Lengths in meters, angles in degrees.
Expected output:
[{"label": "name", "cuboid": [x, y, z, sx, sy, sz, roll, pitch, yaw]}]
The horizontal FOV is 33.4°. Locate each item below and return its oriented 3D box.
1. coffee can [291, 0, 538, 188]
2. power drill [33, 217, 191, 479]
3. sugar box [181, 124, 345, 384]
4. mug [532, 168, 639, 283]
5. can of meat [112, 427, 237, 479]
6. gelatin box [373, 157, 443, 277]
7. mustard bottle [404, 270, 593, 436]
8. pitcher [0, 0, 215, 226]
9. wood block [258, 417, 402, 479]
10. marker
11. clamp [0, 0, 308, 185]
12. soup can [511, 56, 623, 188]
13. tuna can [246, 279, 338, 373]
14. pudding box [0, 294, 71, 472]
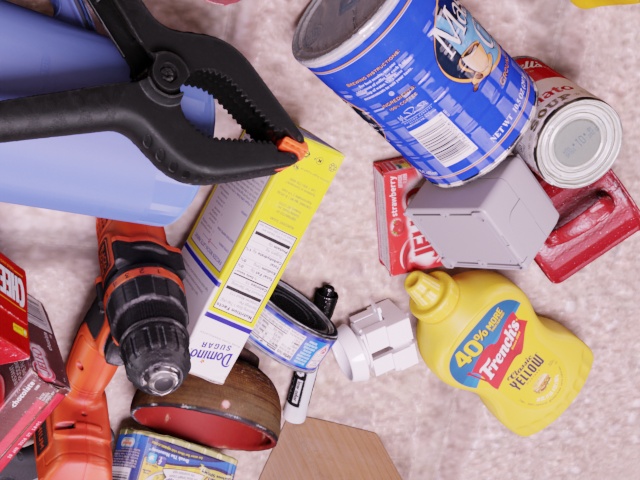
[{"label": "coffee can", "cuboid": [0.065, -0.117, 0.722, 0.140, 0.103, 0.103, 39, 99, -29]}, {"label": "power drill", "cuboid": [-0.141, 0.086, 0.723, 0.057, 0.184, 0.188, 15, 119, -24]}, {"label": "sugar box", "cuboid": [-0.055, 0.001, 0.735, 0.048, 0.093, 0.176, 22, 99, -26]}, {"label": "mug", "cuboid": [0.188, -0.019, 0.803, 0.081, 0.117, 0.093, -36, 96, 7]}, {"label": "can of meat", "cuboid": [-0.119, 0.198, 0.822, 0.102, 0.058, 0.084, 26, 67, -32]}, {"label": "gelatin box", "cuboid": [0.081, -0.022, 0.814, 0.073, 0.030, 0.089, -11, 117, -12]}, {"label": "mustard bottle", "cuboid": [0.133, 0.078, 0.855, 0.191, 0.058, 0.096, 37, 96, -32]}, {"label": "pitcher", "cuboid": [-0.191, -0.094, 0.651, 0.242, 0.145, 0.149, 12, 123, -26]}, {"label": "wood block", "cuboid": [0.023, 0.234, 0.819, 0.090, 0.206, 0.091, 17, 108, -24]}, {"label": "marker", "cuboid": [-0.007, 0.090, 0.848, 0.020, 0.020, 0.121, 7, 113, -20]}, {"label": "clamp", "cuboid": [-0.098, -0.100, 0.616, 0.209, 0.036, 0.164, 19, 66, -30]}, {"label": "soup can", "cuboid": [0.163, -0.086, 0.767, 0.068, 0.102, 0.068, -7, 117, -14]}, {"label": "tuna can", "cuboid": [-0.029, 0.059, 0.788, 0.086, 0.086, 0.034, 31, 101, -27]}, {"label": "pudding box", "cuboid": [-0.220, 0.096, 0.731, 0.039, 0.114, 0.090, 36, 100, -35]}]
